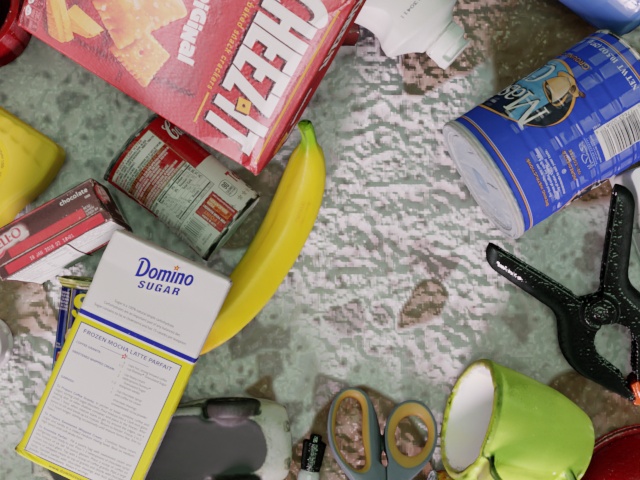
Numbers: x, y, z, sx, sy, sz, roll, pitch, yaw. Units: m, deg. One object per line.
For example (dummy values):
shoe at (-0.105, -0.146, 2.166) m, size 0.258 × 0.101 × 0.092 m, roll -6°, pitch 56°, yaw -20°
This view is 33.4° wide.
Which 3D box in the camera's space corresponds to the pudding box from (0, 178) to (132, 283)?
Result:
pudding box at (-0.192, -0.005, 0.794) m, size 0.090 × 0.113 × 0.039 m, roll -28°, pitch 86°, yaw -3°

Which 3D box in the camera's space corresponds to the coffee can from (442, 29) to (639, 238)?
coffee can at (0.179, -0.081, 0.812) m, size 0.140 × 0.103 × 0.103 m, roll -32°, pitch 90°, yaw -3°

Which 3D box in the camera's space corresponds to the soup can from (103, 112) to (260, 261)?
soup can at (-0.106, -0.041, 0.820) m, size 0.102 × 0.068 × 0.068 m, roll 39°, pitch 88°, yaw -1°

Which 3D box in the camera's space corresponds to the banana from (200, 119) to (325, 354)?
banana at (-0.043, 0.002, 0.824) m, size 0.037 × 0.069 × 0.198 m, roll 29°, pitch 96°, yaw 39°

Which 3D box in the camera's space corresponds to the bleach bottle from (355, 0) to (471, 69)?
bleach bottle at (0.002, -0.212, 0.777) m, size 0.251 × 0.068 × 0.102 m, roll 42°, pitch 97°, yaw 0°

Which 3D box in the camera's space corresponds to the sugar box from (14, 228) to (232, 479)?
sugar box at (-0.140, 0.089, 0.771) m, size 0.093 × 0.048 × 0.176 m, roll 25°, pitch 87°, yaw -1°

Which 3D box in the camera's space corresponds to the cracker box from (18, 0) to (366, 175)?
cracker box at (-0.092, -0.170, 0.752) m, size 0.213 × 0.072 × 0.164 m, roll 32°, pitch 127°, yaw 0°

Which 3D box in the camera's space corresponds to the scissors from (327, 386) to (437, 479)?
scissors at (0.059, 0.206, 0.813) m, size 0.096 × 0.016 × 0.202 m, roll -10°, pitch 68°, yaw -13°

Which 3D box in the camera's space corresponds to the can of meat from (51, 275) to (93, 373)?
can of meat at (-0.154, 0.074, 0.822) m, size 0.102 × 0.057 × 0.084 m, roll 7°, pitch 90°, yaw -2°

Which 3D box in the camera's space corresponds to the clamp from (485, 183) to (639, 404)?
clamp at (0.222, 0.043, 0.834) m, size 0.120 × 0.039 × 0.171 m, roll -34°, pitch 97°, yaw 18°

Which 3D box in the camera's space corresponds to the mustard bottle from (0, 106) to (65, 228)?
mustard bottle at (-0.286, -0.015, 0.819) m, size 0.096 × 0.058 × 0.191 m, roll 33°, pitch 88°, yaw 0°

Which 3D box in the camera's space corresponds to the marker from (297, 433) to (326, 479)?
marker at (-0.014, 0.212, 0.839) m, size 0.020 × 0.020 × 0.121 m, roll 10°, pitch 88°, yaw -2°
